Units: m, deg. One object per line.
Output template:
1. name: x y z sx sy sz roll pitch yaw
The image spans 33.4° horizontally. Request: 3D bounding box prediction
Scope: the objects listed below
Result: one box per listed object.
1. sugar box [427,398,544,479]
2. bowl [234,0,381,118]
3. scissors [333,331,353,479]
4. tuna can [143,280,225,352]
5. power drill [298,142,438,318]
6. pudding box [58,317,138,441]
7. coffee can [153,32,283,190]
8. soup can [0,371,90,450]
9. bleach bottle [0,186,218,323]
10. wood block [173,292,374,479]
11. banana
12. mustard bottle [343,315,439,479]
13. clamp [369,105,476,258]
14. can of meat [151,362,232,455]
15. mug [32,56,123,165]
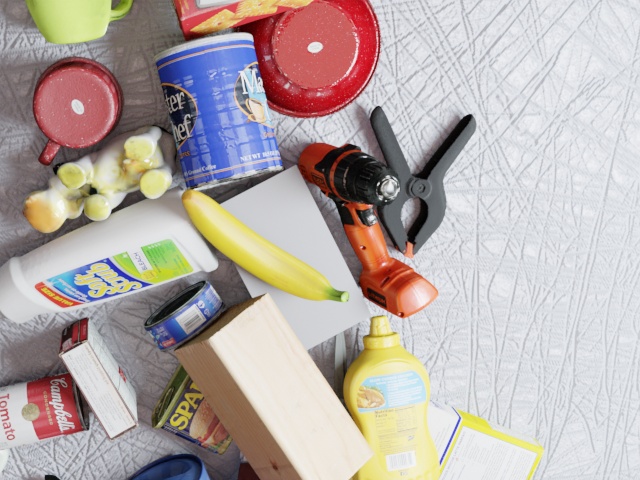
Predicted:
1. sugar box: 0.162 0.249 1.250 0.176 0.048 0.093 23 97 -9
2. bowl: -0.009 -0.206 1.120 0.162 0.055 0.162 -2 102 -9
3. scissors: 0.005 0.199 1.212 0.096 0.016 0.202 -17 114 1
4. tuna can: -0.146 0.080 1.141 0.086 0.086 0.033 -35 102 -1
5. power drill: 0.057 -0.013 1.116 0.057 0.185 0.187 -30 113 -13
6. pudding box: -0.236 0.146 1.138 0.039 0.090 0.113 -30 105 -3
7. coffee can: -0.103 -0.129 1.083 0.102 0.103 0.140 -14 92 -6
8. soup can: -0.306 0.183 1.146 0.102 0.068 0.068 -12 103 -6
9. bleach bottle: -0.242 0.031 1.122 0.251 0.068 0.102 -22 141 2
10. wood block: -0.050 0.170 1.120 0.090 0.091 0.206 -38 99 -34
11. banana: -0.061 0.009 1.088 0.197 0.070 0.037 32 60 -11
12. mustard bottle: 0.075 0.178 1.177 0.096 0.058 0.191 -7 93 -13
13. clamp: 0.096 -0.068 1.174 0.120 0.039 0.171 13 99 -10
14. can of meat: -0.126 0.177 1.181 0.084 0.057 0.102 29 96 -17
15. mug: -0.254 -0.128 1.082 0.093 0.081 0.117 33 95 -14
